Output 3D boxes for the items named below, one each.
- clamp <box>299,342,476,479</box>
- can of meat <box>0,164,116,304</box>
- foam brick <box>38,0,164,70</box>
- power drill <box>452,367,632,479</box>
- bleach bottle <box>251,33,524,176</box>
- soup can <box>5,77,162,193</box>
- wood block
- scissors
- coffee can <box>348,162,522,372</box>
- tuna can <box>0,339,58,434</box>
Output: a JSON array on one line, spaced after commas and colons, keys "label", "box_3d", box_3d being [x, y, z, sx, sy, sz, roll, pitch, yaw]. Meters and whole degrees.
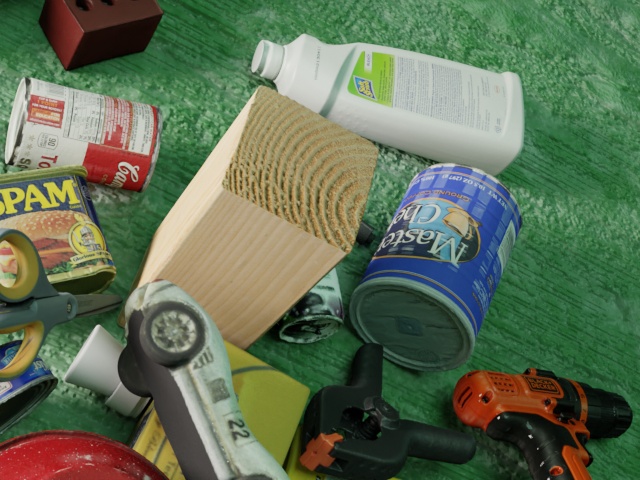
[{"label": "clamp", "box_3d": [0.047, 0.137, 0.768, 0.120, 0.039, 0.171, 35, 25, 14]}, {"label": "can of meat", "box_3d": [-0.201, 0.001, 0.743, 0.101, 0.058, 0.084, -12, 72, -33]}, {"label": "foam brick", "box_3d": [-0.178, -0.180, 0.861, 0.078, 0.051, 0.053, -24, 76, -36]}, {"label": "power drill", "box_3d": [0.209, 0.180, 0.830, 0.184, 0.057, 0.188, 10, 32, -30]}, {"label": "bleach bottle", "box_3d": [0.061, -0.135, 0.962, 0.250, 0.068, 0.102, 15, 57, -18]}, {"label": "soup can", "box_3d": [-0.176, -0.078, 0.794, 0.102, 0.069, 0.068, 11, 59, -23]}, {"label": "wood block", "box_3d": [-0.054, 0.000, 0.728, 0.090, 0.206, 0.090, 27, 54, -14]}, {"label": "scissors", "box_3d": [-0.168, 0.026, 0.669, 0.016, 0.096, 0.201, 1, 15, 12]}, {"label": "coffee can", "box_3d": [0.095, 0.021, 0.865, 0.102, 0.103, 0.140, 35, 52, -7]}, {"label": "tuna can", "box_3d": [-0.208, 0.100, 0.664, 0.086, 0.086, 0.034, -33, 80, -38]}]
